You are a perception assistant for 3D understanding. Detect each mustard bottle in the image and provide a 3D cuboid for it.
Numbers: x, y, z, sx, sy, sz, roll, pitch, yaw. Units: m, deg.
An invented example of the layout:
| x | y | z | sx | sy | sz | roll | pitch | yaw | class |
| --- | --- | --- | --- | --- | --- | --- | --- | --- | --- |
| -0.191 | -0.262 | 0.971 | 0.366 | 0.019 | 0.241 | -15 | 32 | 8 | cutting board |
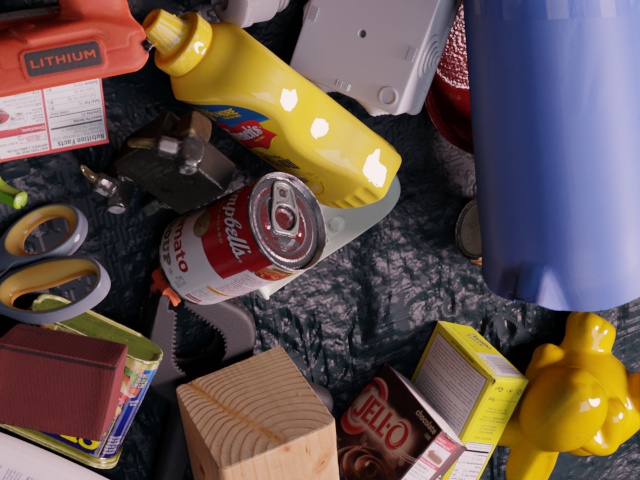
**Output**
| x | y | z | sx | sy | sz | roll | pitch | yaw | class |
| --- | --- | --- | --- | --- | --- | --- | --- | --- | --- |
| -0.039 | -0.090 | 0.699 | 0.191 | 0.096 | 0.058 | 35 | 78 | -36 | mustard bottle |

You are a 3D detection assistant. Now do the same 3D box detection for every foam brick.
| x | y | z | sx | sy | sz | roll | pitch | yaw | class |
| --- | --- | --- | --- | --- | --- | --- | --- | --- | --- |
| -0.168 | 0.090 | 0.683 | 0.078 | 0.053 | 0.051 | 11 | 99 | -1 | foam brick |

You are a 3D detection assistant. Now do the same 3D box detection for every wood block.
| x | y | z | sx | sy | sz | roll | pitch | yaw | class |
| --- | --- | --- | --- | --- | --- | --- | --- | --- | --- |
| -0.042 | 0.197 | 0.822 | 0.090 | 0.091 | 0.206 | -20 | 131 | -18 | wood block |

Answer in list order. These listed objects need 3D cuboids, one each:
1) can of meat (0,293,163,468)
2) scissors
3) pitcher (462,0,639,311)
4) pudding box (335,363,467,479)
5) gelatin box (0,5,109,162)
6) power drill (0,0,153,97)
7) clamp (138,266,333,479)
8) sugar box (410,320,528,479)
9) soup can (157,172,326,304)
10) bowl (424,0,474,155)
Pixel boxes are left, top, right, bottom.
| x | y | z | sx | sy | sz | roll | pitch | yaw | class |
| --- | --- | --- | --- | --- | --- | --- | --- | --- | --- |
| -0.170 | 0.096 | 0.739 | 0.102 | 0.057 | 0.084 | 26 | 101 | -5 | can of meat |
| -0.234 | 0.024 | 0.698 | 0.202 | 0.096 | 0.016 | -6 | 146 | 8 | scissors |
| 0.168 | -0.087 | 0.731 | 0.145 | 0.149 | 0.243 | -14 | 119 | -4 | pitcher |
| 0.058 | 0.167 | 0.880 | 0.039 | 0.114 | 0.090 | 35 | 96 | -33 | pudding box |
| -0.175 | -0.098 | 0.665 | 0.073 | 0.030 | 0.089 | -14 | 121 | -22 | gelatin box |
| -0.175 | -0.176 | 0.585 | 0.184 | 0.057 | 0.188 | -13 | 109 | -20 | power drill |
| -0.092 | 0.110 | 0.817 | 0.164 | 0.036 | 0.210 | -34 | 130 | -8 | clamp |
| 0.103 | 0.169 | 0.917 | 0.048 | 0.093 | 0.176 | 10 | 112 | -31 | sugar box |
| -0.055 | 0.001 | 0.727 | 0.068 | 0.102 | 0.068 | 19 | 62 | -40 | soup can |
| 0.132 | -0.145 | 0.784 | 0.161 | 0.055 | 0.162 | -12 | 121 | -22 | bowl |
